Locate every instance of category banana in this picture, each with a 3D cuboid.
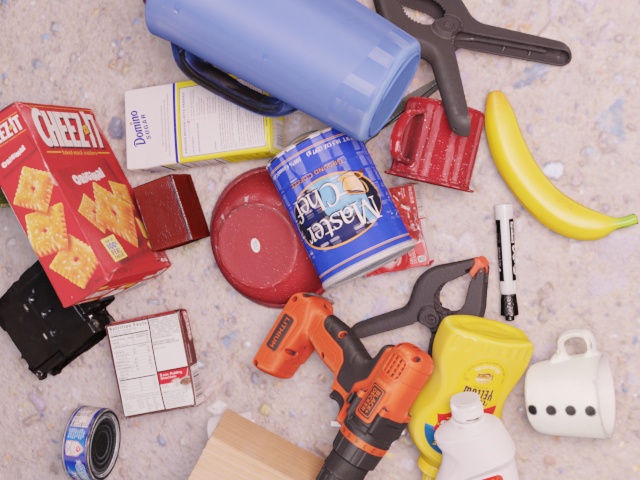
[{"bbox_3d":[0.224,-0.063,1.076,0.069,0.037,0.198,-45,81,-2],"label":"banana"}]

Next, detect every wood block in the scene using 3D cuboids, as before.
[{"bbox_3d":[-0.036,0.276,1.137,0.206,0.090,0.091,27,102,1],"label":"wood block"}]

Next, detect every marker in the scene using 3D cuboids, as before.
[{"bbox_3d":[0.192,0.023,1.100,0.020,0.020,0.121,-2,94,18],"label":"marker"}]

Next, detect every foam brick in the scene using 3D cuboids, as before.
[{"bbox_3d":[-0.166,-0.031,1.196,0.051,0.053,0.078,-19,87,18],"label":"foam brick"}]

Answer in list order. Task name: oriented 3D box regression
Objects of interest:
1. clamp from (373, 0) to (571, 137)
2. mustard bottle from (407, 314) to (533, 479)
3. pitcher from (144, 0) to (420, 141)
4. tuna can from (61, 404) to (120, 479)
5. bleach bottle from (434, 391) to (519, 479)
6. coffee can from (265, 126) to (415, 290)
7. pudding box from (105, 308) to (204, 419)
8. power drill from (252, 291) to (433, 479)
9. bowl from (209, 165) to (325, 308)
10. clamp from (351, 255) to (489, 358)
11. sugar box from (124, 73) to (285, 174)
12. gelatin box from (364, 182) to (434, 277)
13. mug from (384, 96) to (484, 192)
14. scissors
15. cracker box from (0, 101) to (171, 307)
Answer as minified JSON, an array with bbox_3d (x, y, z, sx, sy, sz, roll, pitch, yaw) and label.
[{"bbox_3d":[0.122,-0.195,1.060,0.210,0.164,0.036,37,149,18],"label":"clamp"},{"bbox_3d":[0.142,0.173,1.095,0.096,0.058,0.192,11,112,-18],"label":"mustard bottle"},{"bbox_3d":[-0.036,-0.189,1.009,0.243,0.149,0.145,32,89,9],"label":"pitcher"},{"bbox_3d":[-0.264,0.234,1.232,0.034,0.086,0.086,3,95,16],"label":"tuna can"},{"bbox_3d":[0.151,0.269,1.070,0.102,0.068,0.251,-7,110,10],"label":"bleach bottle"},{"bbox_3d":[0.020,-0.034,1.077,0.103,0.102,0.140,-28,83,18],"label":"coffee can"},{"bbox_3d":[-0.189,0.140,1.218,0.090,0.039,0.113,-11,89,9],"label":"pudding box"},{"bbox_3d":[0.012,0.154,1.106,0.188,0.057,0.184,38,99,40],"label":"power drill"},{"bbox_3d":[-0.058,0.001,1.153,0.162,0.055,0.162,4,101,20],"label":"bowl"},{"bbox_3d":[0.123,0.091,1.119,0.120,0.039,0.172,48,113,2],"label":"clamp"},{"bbox_3d":[-0.128,-0.129,1.174,0.176,0.048,0.093,-5,83,22],"label":"sugar box"},{"bbox_3d":[0.075,-0.011,1.129,0.073,0.030,0.089,-11,90,20],"label":"gelatin box"},{"bbox_3d":[0.110,-0.099,1.070,0.093,0.117,0.081,16,95,44],"label":"mug"},{"bbox_3d":[0.052,-0.097,1.138,0.202,0.016,0.096,-17,91,19],"label":"scissors"},{"bbox_3d":[-0.264,-0.043,1.168,0.072,0.164,0.214,-29,85,16],"label":"cracker box"}]
